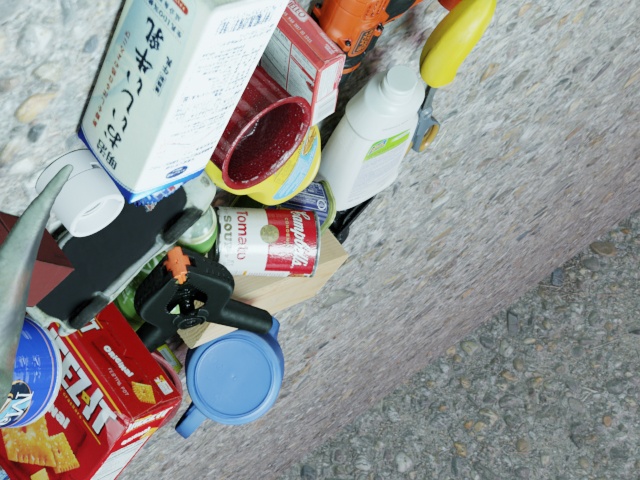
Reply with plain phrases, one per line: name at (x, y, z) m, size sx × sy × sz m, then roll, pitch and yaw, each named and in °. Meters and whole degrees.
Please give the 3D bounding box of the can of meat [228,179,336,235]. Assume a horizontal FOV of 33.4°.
can of meat at (-0.046, -0.024, 1.126) m, size 0.083 × 0.057 × 0.102 m, roll 10°, pitch 134°, yaw -32°

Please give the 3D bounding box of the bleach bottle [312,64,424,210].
bleach bottle at (0.058, -0.112, 1.088) m, size 0.102 × 0.068 × 0.251 m, roll -32°, pitch 170°, yaw -19°

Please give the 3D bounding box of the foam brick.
foam brick at (-0.246, 0.016, 0.856) m, size 0.051 × 0.053 × 0.078 m, roll -41°, pitch 163°, yaw 6°

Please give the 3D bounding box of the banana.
banana at (0.123, -0.176, 0.977) m, size 0.069 × 0.037 × 0.198 m, roll -29°, pitch 173°, yaw -17°

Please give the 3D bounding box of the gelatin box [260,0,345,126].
gelatin box at (-0.016, -0.147, 0.877) m, size 0.030 × 0.073 × 0.089 m, roll -34°, pitch 162°, yaw -19°

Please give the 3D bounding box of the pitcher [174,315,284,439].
pitcher at (-0.112, 0.168, 1.303) m, size 0.145 × 0.149 × 0.243 m, roll -3°, pitch 177°, yaw -4°

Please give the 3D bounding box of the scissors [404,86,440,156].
scissors at (0.109, -0.140, 1.273) m, size 0.096 × 0.016 × 0.201 m, roll -37°, pitch 164°, yaw -4°

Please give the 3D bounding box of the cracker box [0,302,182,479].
cracker box at (-0.248, 0.156, 1.031) m, size 0.071 × 0.164 × 0.214 m, roll -21°, pitch 157°, yaw -50°

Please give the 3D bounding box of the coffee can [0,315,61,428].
coffee can at (-0.302, 0.113, 0.906) m, size 0.103 × 0.103 × 0.140 m, roll -42°, pitch 163°, yaw 12°

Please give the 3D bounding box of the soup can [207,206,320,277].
soup can at (-0.057, 0.001, 1.052) m, size 0.102 × 0.068 × 0.069 m, roll 2°, pitch 150°, yaw -13°

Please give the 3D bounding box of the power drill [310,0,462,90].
power drill at (0.069, -0.203, 0.938) m, size 0.187 × 0.057 × 0.185 m, roll -32°, pitch 169°, yaw -26°

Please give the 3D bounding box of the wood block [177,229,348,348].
wood block at (-0.079, 0.034, 1.200) m, size 0.205 × 0.091 × 0.090 m, roll -21°, pitch 157°, yaw -48°

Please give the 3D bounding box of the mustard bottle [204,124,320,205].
mustard bottle at (-0.043, -0.082, 1.010) m, size 0.096 × 0.058 × 0.191 m, roll -65°, pitch 162°, yaw 3°

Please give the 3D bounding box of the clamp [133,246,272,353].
clamp at (-0.136, 0.068, 1.018) m, size 0.164 × 0.036 × 0.210 m, roll -19°, pitch 155°, yaw -3°

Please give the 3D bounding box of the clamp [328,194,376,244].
clamp at (0.017, -0.015, 1.373) m, size 0.120 × 0.039 × 0.171 m, roll -30°, pitch 169°, yaw -12°

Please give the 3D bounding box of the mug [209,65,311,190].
mug at (-0.069, -0.095, 0.866) m, size 0.093 × 0.081 × 0.117 m, roll -36°, pitch 156°, yaw -24°
